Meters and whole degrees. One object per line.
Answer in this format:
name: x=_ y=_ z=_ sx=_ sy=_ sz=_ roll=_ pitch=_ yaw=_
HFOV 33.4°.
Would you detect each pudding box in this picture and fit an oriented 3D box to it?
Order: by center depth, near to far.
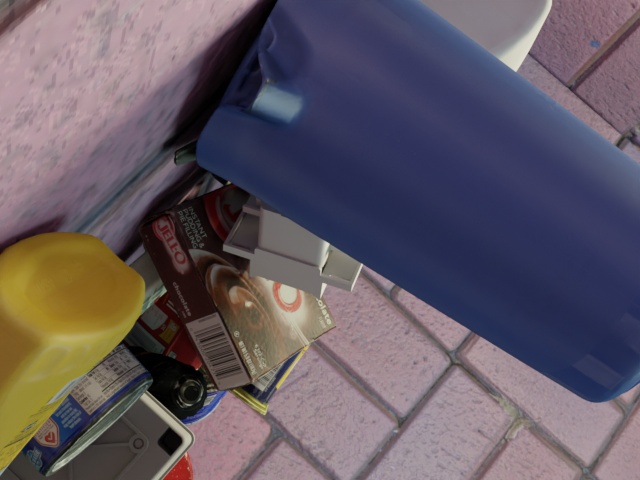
pudding box: x=-0.049 y=0.023 z=0.651 sx=0.039 sy=0.113 sz=0.089 roll=-20 pitch=-174 yaw=41

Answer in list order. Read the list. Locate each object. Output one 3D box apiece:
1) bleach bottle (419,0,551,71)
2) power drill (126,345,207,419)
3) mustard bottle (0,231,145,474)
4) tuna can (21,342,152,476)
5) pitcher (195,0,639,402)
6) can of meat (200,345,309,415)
bleach bottle: x=0.091 y=-0.144 z=0.729 sx=0.068 sy=0.102 sz=0.251 roll=-43 pitch=176 yaw=1
power drill: x=-0.177 y=0.155 z=0.784 sx=0.187 sy=0.057 sz=0.185 roll=-44 pitch=-164 yaw=-25
mustard bottle: x=-0.157 y=0.084 z=0.464 sx=0.192 sy=0.058 sz=0.096 roll=-49 pitch=179 yaw=20
tuna can: x=-0.140 y=0.098 z=0.626 sx=0.086 sy=0.034 sz=0.086 roll=-43 pitch=176 yaw=-4
pitcher: x=0.072 y=-0.032 z=0.542 sx=0.149 sy=0.243 sz=0.145 roll=-53 pitch=176 yaw=-27
can of meat: x=-0.039 y=0.076 z=0.788 sx=0.084 sy=0.057 sz=0.102 roll=-53 pitch=178 yaw=-5
